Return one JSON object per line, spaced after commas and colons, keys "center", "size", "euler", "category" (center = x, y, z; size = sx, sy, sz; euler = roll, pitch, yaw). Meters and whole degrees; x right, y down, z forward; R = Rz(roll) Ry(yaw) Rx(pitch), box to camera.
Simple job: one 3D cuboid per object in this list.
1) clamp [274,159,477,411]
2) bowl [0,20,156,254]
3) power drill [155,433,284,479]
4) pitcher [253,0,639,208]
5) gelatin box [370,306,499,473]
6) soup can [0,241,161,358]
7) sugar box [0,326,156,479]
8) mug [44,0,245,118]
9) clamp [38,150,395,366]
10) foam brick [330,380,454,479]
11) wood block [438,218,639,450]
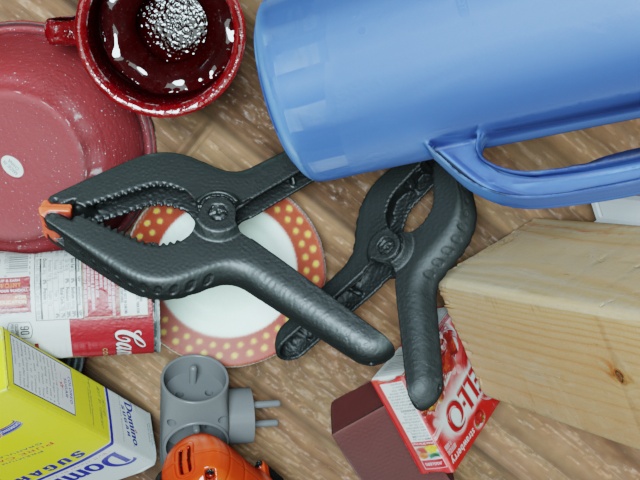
{"center": [0.053, 0.018, 0.645], "size": [0.120, 0.039, 0.171], "euler": [27, 86, 35], "category": "clamp"}
{"center": [-0.184, -0.051, 0.653], "size": [0.162, 0.055, 0.162], "euler": [0, 107, -1], "category": "bowl"}
{"center": [-0.097, 0.210, 0.714], "size": [0.188, 0.057, 0.184], "euler": [-27, 132, 13], "category": "power drill"}
{"center": [0.095, -0.100, 0.564], "size": [0.243, 0.149, 0.145], "euler": [-14, 114, 14], "category": "pitcher"}
{"center": [0.079, 0.093, 0.682], "size": [0.030, 0.089, 0.073], "euler": [-15, 109, 41], "category": "gelatin box"}
{"center": [-0.149, 0.037, 0.641], "size": [0.102, 0.068, 0.068], "euler": [-3, 107, -10], "category": "soup can"}
{"center": [-0.180, 0.114, 0.649], "size": [0.093, 0.048, 0.176], "euler": [-21, 148, 12], "category": "sugar box"}
{"center": [-0.099, -0.123, 0.617], "size": [0.117, 0.081, 0.093], "euler": [-4, 107, 1], "category": "mug"}
{"center": [-0.054, 0.001, 0.616], "size": [0.210, 0.164, 0.036], "euler": [-3, 150, -9], "category": "clamp"}
{"center": [0.048, 0.136, 0.713], "size": [0.053, 0.051, 0.078], "euler": [-29, 105, 9], "category": "foam brick"}
{"center": [0.166, 0.050, 0.597], "size": [0.090, 0.206, 0.091], "euler": [-30, 105, -20], "category": "wood block"}
